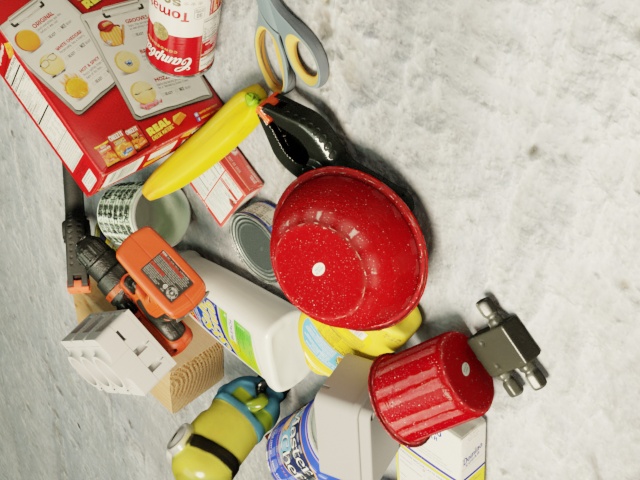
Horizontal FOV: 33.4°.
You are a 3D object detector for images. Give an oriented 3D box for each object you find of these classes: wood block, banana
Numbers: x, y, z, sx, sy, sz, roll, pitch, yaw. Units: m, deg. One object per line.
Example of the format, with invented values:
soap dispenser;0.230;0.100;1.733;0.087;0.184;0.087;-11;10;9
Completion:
wood block;-0.231;0.122;1.427;0.206;0.090;0.090;37;144;28
banana;-0.107;-0.103;1.059;0.198;0.069;0.037;-38;79;41

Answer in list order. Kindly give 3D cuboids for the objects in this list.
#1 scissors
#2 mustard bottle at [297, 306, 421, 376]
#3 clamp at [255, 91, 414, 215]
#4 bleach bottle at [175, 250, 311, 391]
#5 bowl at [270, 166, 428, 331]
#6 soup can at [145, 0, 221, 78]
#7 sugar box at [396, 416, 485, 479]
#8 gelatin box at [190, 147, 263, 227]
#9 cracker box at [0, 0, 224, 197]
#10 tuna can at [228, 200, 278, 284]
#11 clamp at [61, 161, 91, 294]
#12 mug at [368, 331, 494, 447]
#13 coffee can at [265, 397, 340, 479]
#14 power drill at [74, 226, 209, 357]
scissors;-0.037;-0.213;0.932;0.096;0.016;0.202;25;138;37
mustard bottle;0.026;0.094;1.085;0.096;0.058;0.192;42;147;4
clamp;0.004;-0.061;0.992;0.171;0.039;0.120;45;142;8
bleach bottle;-0.115;0.079;1.262;0.251;0.068;0.102;27;139;42
bowl;0.012;0.018;0.950;0.162;0.055;0.162;13;117;27
soup can;-0.129;-0.213;1.008;0.068;0.068;0.102;42;145;21
sugar box;0.122;0.230;1.094;0.093;0.048;0.176;31;137;37
gelatin box;-0.104;-0.065;1.144;0.073;0.030;0.089;54;148;6
cracker box;-0.224;-0.172;1.082;0.214;0.164;0.072;54;146;2
tuna can;-0.057;0.001;1.137;0.086;0.033;0.086;34;142;31
clamp;-0.319;-0.009;1.396;0.165;0.036;0.210;100;162;-55
mug;0.112;0.138;0.982;0.082;0.093;0.117;-29;136;36
coffee can;0.010;0.225;1.185;0.103;0.102;0.140;53;148;5
power drill;-0.207;0.046;1.230;0.184;0.057;0.188;45;158;-1
